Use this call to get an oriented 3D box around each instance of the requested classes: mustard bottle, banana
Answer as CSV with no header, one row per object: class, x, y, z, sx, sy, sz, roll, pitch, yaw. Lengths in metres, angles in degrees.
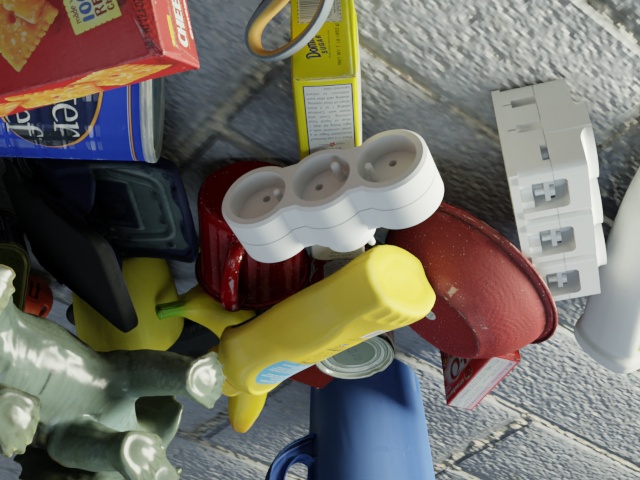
mustard bottle,-0.016,0.068,0.785,0.192,0.058,0.096,-29,168,26
banana,-0.078,0.094,0.916,0.069,0.037,0.197,-28,135,-4

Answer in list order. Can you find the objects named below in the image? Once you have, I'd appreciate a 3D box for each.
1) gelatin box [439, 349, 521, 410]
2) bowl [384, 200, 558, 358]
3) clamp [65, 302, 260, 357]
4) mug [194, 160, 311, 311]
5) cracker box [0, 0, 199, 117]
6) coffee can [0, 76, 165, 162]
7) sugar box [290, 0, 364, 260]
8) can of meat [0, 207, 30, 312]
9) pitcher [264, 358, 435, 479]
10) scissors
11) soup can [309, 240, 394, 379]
gelatin box,0.140,0.098,0.957,0.030,0.073,0.089,14,137,-18
bowl,0.103,0.042,0.835,0.162,0.055,0.162,36,157,18
clamp,-0.115,0.107,0.987,0.210,0.036,0.164,-2,139,1
mug,-0.055,0.001,0.812,0.093,0.117,0.081,11,135,10
cracker box,-0.190,-0.153,0.590,0.214,0.164,0.072,-12,180,11
coffee can,-0.175,-0.103,0.693,0.140,0.103,0.103,1,139,-3
sugar box,0.006,-0.076,0.739,0.048,0.093,0.176,-2,139,0
can of meat,-0.258,0.034,0.826,0.057,0.084,0.102,5,106,-22
pitcher,0.036,0.226,0.972,0.145,0.243,0.149,-18,136,18
scissors,0.005,-0.202,0.641,0.202,0.096,0.016,-56,160,14
soup can,0.025,0.054,0.881,0.068,0.102,0.068,-1,139,-1
